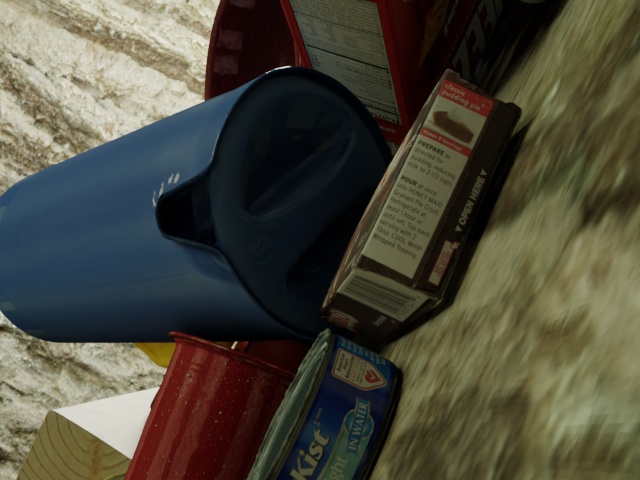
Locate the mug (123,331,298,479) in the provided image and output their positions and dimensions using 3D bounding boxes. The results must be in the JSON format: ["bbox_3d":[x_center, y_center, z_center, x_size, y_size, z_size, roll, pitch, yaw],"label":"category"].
[{"bbox_3d":[-0.043,0.101,0.526,0.117,0.093,0.081,72,-142,-76],"label":"mug"}]

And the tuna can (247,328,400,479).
[{"bbox_3d":[-0.001,0.081,0.429,0.086,0.033,0.086,-63,3,5],"label":"tuna can"}]

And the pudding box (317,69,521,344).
[{"bbox_3d":[0.038,-0.009,0.455,0.090,0.039,0.113,-65,3,-16],"label":"pudding box"}]

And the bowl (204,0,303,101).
[{"bbox_3d":[-0.024,-0.099,0.700,0.162,0.055,0.162,179,90,-65],"label":"bowl"}]

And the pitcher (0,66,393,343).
[{"bbox_3d":[-0.075,-0.004,0.597,0.243,0.149,0.145,-10,44,44],"label":"pitcher"}]

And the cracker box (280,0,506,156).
[{"bbox_3d":[0.052,-0.155,0.572,0.164,0.072,0.213,-64,-19,-15],"label":"cracker box"}]

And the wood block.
[{"bbox_3d":[-0.131,0.173,0.786,0.091,0.090,0.206,-63,-15,5],"label":"wood block"}]
